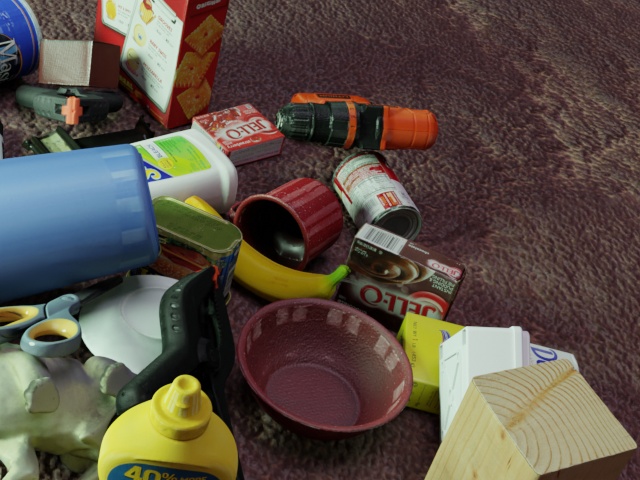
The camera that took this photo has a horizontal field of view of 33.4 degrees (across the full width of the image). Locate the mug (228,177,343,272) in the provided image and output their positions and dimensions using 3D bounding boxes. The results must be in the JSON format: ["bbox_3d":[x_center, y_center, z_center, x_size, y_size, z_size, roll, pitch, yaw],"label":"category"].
[{"bbox_3d":[-0.039,-0.018,1.105,0.117,0.093,0.081,16,28,29],"label":"mug"}]

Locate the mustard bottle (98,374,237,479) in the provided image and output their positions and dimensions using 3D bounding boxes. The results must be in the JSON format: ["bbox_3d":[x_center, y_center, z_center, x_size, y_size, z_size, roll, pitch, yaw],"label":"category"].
[{"bbox_3d":[-0.109,0.166,0.753,0.096,0.192,0.058,11,38,-8],"label":"mustard bottle"}]

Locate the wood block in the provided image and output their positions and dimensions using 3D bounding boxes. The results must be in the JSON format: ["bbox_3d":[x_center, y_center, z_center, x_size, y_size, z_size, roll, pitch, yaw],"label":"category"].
[{"bbox_3d":[0.136,0.196,0.797,0.090,0.206,0.090,-7,43,-27],"label":"wood block"}]

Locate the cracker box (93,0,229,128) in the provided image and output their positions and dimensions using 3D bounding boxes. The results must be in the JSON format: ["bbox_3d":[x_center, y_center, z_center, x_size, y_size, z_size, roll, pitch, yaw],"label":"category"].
[{"bbox_3d":[-0.186,-0.265,1.247,0.071,0.214,0.164,-21,51,-39],"label":"cracker box"}]

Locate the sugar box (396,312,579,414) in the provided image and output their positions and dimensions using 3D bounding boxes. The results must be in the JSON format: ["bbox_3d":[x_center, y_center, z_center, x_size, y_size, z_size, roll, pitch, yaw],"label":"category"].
[{"bbox_3d":[0.160,0.132,1.020,0.176,0.048,0.093,12,39,-4],"label":"sugar box"}]

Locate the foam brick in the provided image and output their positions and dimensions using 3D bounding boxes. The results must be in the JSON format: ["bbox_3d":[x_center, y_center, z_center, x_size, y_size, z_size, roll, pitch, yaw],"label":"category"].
[{"bbox_3d":[-0.275,-0.201,1.218,0.078,0.051,0.052,7,6,28],"label":"foam brick"}]

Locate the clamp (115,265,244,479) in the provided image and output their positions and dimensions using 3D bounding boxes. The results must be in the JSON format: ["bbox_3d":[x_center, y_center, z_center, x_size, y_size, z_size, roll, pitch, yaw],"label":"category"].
[{"bbox_3d":[-0.098,0.109,0.873,0.036,0.164,0.210,-19,35,18],"label":"clamp"}]

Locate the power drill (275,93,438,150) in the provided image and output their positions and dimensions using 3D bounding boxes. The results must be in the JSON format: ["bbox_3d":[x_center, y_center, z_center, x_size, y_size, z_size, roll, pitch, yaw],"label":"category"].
[{"bbox_3d":[0.021,-0.137,1.231,0.184,0.057,0.188,4,11,-17],"label":"power drill"}]

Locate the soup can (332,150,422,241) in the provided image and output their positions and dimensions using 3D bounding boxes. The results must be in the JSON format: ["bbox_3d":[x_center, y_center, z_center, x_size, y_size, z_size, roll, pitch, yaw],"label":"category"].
[{"bbox_3d":[0.063,-0.043,1.185,0.068,0.069,0.102,-3,42,-25],"label":"soup can"}]

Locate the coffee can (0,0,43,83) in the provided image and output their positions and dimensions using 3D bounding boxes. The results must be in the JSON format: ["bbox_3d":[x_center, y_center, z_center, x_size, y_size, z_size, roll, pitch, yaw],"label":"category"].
[{"bbox_3d":[-0.399,-0.217,1.197,0.103,0.103,0.140,35,41,22],"label":"coffee can"}]

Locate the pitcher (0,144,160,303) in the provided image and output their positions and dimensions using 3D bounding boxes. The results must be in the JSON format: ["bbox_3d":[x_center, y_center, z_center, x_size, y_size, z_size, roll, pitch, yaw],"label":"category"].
[{"bbox_3d":[-0.268,-0.011,0.926,0.242,0.145,0.149,-11,46,-10],"label":"pitcher"}]

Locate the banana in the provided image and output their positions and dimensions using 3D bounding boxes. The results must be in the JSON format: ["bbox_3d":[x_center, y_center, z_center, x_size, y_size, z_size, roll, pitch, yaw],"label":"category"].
[{"bbox_3d":[-0.059,0.020,1.060,0.198,0.070,0.037,24,15,23],"label":"banana"}]

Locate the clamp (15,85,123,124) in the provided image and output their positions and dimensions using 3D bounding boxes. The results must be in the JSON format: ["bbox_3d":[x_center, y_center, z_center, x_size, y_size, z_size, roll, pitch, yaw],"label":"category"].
[{"bbox_3d":[-0.283,-0.150,1.167,0.120,0.039,0.171,-2,9,-5],"label":"clamp"}]

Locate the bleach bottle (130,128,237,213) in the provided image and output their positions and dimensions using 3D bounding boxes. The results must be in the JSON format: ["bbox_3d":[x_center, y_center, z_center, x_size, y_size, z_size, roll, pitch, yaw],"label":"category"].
[{"bbox_3d":[-0.215,-0.047,1.089,0.250,0.068,0.103,-18,48,-34],"label":"bleach bottle"}]

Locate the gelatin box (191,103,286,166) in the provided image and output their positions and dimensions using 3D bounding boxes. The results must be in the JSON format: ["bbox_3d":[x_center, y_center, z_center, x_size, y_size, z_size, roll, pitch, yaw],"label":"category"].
[{"bbox_3d":[-0.097,-0.124,1.256,0.089,0.030,0.073,-20,51,-38],"label":"gelatin box"}]

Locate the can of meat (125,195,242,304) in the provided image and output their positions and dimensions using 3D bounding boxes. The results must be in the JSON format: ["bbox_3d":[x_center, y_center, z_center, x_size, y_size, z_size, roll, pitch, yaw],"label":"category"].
[{"bbox_3d":[-0.130,0.015,1.024,0.102,0.084,0.057,23,37,7],"label":"can of meat"}]

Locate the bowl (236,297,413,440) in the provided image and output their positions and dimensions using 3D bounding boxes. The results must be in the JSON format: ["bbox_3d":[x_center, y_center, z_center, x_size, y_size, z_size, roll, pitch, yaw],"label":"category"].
[{"bbox_3d":[-0.001,0.125,0.958,0.162,0.055,0.162,11,38,-8],"label":"bowl"}]

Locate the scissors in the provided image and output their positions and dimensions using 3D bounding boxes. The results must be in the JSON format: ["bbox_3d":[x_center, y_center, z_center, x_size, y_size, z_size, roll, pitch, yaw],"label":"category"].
[{"bbox_3d":[-0.196,0.060,0.866,0.096,0.016,0.201,17,17,29],"label":"scissors"}]

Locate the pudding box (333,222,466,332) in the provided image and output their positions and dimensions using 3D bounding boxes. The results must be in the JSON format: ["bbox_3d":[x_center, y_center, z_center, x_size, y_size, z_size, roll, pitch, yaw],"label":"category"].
[{"bbox_3d":[0.078,0.044,1.063,0.113,0.090,0.039,26,36,12],"label":"pudding box"}]
